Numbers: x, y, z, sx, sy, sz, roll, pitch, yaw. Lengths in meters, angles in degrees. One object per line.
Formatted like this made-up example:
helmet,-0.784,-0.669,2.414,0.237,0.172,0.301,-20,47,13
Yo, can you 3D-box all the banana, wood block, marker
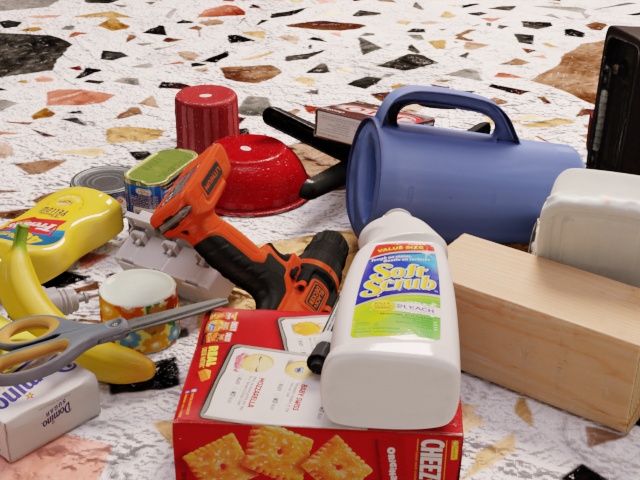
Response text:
banana,-0.230,0.072,0.948,0.198,0.070,0.037,43,18,17
wood block,0.192,0.076,0.934,0.206,0.090,0.090,19,33,31
marker,0.012,0.071,0.861,0.020,0.020,0.121,7,27,13

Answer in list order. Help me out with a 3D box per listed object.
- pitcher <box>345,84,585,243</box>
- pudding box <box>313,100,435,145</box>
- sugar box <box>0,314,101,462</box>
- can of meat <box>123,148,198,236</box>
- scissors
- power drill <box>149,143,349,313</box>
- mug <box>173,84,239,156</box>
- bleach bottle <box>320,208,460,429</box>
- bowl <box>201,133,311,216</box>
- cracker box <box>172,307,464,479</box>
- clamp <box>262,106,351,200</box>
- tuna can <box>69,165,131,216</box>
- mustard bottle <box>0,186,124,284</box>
pitcher,0.155,-0.066,1.132,0.242,0.149,0.145,3,69,-13
pudding box,0.062,-0.132,1.236,0.114,0.039,0.089,15,19,33
sugar box,-0.277,0.114,0.905,0.176,0.048,0.093,21,33,36
can of meat,-0.172,-0.045,1.172,0.057,0.084,0.102,11,30,20
scissors,-0.187,0.070,0.902,0.201,0.016,0.096,-22,31,-24
power drill,-0.057,0.001,0.992,0.057,0.187,0.184,-36,17,34
mug,-0.154,-0.156,1.389,0.093,0.081,0.117,-19,33,-32
bleach bottle,0.056,0.046,0.851,0.102,0.068,0.250,3,30,1
bowl,-0.087,-0.087,1.286,0.162,0.055,0.162,0,27,0
cracker box,0.001,0.127,0.854,0.213,0.072,0.164,3,28,3
clamp,0.041,-0.091,1.268,0.209,0.036,0.164,9,38,-21
tuna can,-0.249,-0.057,1.248,0.086,0.034,0.086,0,27,0
mustard bottle,-0.294,0.005,1.101,0.096,0.058,0.191,11,30,23
